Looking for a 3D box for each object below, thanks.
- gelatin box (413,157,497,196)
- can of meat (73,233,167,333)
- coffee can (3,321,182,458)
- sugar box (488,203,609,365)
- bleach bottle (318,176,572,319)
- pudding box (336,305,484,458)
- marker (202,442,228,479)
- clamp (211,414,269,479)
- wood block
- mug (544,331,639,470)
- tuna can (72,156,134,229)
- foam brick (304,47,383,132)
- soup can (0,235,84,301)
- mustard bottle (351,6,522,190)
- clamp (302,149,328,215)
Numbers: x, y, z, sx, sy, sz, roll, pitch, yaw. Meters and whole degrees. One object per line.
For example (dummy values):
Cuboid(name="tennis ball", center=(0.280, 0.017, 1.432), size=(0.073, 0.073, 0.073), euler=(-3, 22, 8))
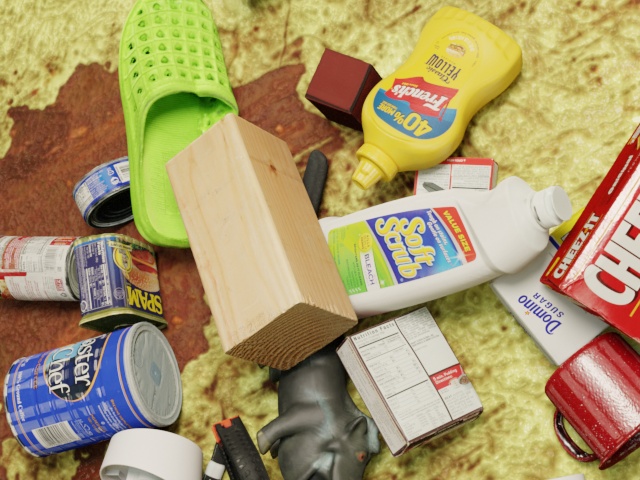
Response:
Cuboid(name="gelatin box", center=(0.124, -0.033, 0.994), size=(0.073, 0.030, 0.089), euler=(3, 83, 19))
Cuboid(name="can of meat", center=(-0.199, 0.045, 1.056), size=(0.057, 0.102, 0.084), euler=(-16, 73, 17))
Cuboid(name="coffee can", center=(-0.221, 0.147, 1.042), size=(0.140, 0.102, 0.103), euler=(-17, 75, 16))
Cuboid(name="sugar box", center=(0.240, 0.018, 0.914), size=(0.176, 0.048, 0.093), euler=(-38, 84, 2))
Cuboid(name="bleach bottle", center=(0.101, -0.004, 0.922), size=(0.251, 0.067, 0.102), euler=(-21, 71, 42))
Cuboid(name="pudding box", center=(0.080, 0.124, 0.951), size=(0.089, 0.039, 0.113), euler=(-19, 67, -26))
Cuboid(name="marker", center=(-0.110, 0.245, 1.030), size=(0.020, 0.020, 0.121), euler=(19, 86, 22))
Cuboid(name="clamp", center=(-0.049, 0.246, 0.952), size=(0.036, 0.165, 0.210), euler=(-18, 63, -15))
Cuboid(name="wood block", center=(-0.056, 0.001, 0.959), size=(0.090, 0.090, 0.206), euler=(-36, 57, 23))
Cuboid(name="mug", center=(0.238, 0.139, 0.898), size=(0.081, 0.093, 0.117), euler=(52, 135, 25))
Cuboid(name="tuna can", center=(-0.206, -0.048, 1.084), size=(0.086, 0.086, 0.034), euler=(-33, 73, 11))
Cuboid(name="foam brick", center=(0.028, -0.142, 1.024), size=(0.053, 0.078, 0.051), euler=(22, 87, 19))
Cuboid(name="soup can", center=(-0.288, 0.029, 1.108), size=(0.102, 0.068, 0.068), euler=(0, 80, 19))
Cuboid(name="mustard bottle", center=(0.095, -0.123, 0.984), size=(0.096, 0.058, 0.191), euler=(36, 79, 22))
Cuboid(name="clamp", center=(-0.041, 0.004, 1.043), size=(0.120, 0.039, 0.171), euler=(-13, 72, 28))
